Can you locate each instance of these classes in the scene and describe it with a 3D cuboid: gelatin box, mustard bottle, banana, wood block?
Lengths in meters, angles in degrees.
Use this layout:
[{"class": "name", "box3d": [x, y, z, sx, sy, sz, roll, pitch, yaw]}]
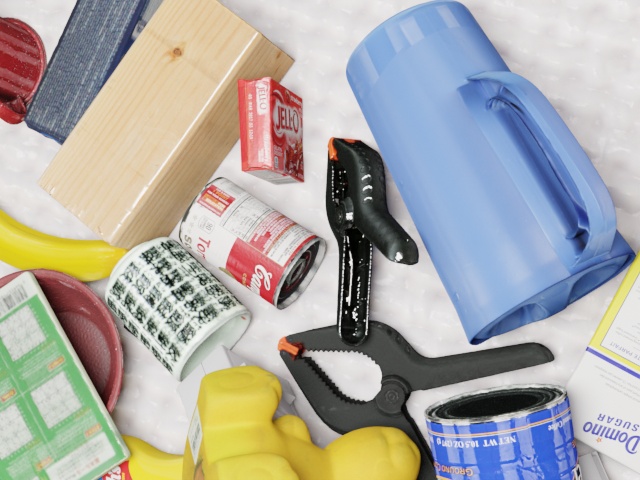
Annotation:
[{"class": "gelatin box", "box3d": [-0.038, -0.087, 0.858, 0.030, 0.089, 0.073, -3, 85, 15]}, {"class": "mustard bottle", "box3d": [-0.158, 0.212, 0.885, 0.192, 0.058, 0.096, 8, 87, 16]}, {"class": "banana", "box3d": [-0.251, -0.002, 0.929, 0.198, 0.037, 0.070, 25, 131, 14]}, {"class": "wood block", "box3d": [-0.127, -0.100, 0.885, 0.091, 0.090, 0.206, 38, 96, 16]}]

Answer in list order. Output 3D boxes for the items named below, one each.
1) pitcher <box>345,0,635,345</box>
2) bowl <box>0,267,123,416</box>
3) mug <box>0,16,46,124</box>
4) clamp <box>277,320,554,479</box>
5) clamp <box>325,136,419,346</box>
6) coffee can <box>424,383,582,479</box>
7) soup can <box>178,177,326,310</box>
[{"class": "pitcher", "box3d": [0.119, -0.059, 0.785, 0.149, 0.144, 0.243, -33, 73, 22]}, {"class": "bowl", "box3d": [-0.232, 0.106, 0.915, 0.162, 0.055, 0.162, -1, 85, 16]}, {"class": "mug", "box3d": [-0.298, -0.152, 0.940, 0.093, 0.081, 0.117, -32, 78, 11]}, {"class": "clamp", "box3d": [0.068, 0.114, 0.841, 0.210, 0.036, 0.164, 31, 94, 12]}, {"class": "clamp", "box3d": [0.029, -0.006, 0.833, 0.171, 0.039, 0.120, -103, 33, -45]}, {"class": "coffee can", "box3d": [0.136, 0.182, 0.758, 0.103, 0.102, 0.140, -10, 92, 14]}, {"class": "soup can", "box3d": [-0.056, 0.001, 0.868, 0.102, 0.068, 0.068, 33, 95, 16]}]
